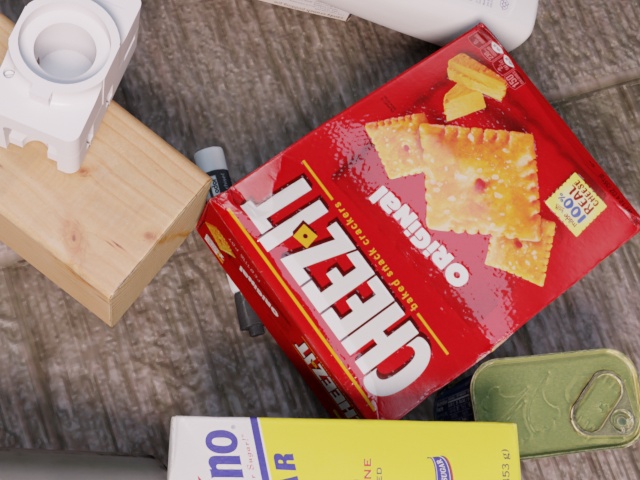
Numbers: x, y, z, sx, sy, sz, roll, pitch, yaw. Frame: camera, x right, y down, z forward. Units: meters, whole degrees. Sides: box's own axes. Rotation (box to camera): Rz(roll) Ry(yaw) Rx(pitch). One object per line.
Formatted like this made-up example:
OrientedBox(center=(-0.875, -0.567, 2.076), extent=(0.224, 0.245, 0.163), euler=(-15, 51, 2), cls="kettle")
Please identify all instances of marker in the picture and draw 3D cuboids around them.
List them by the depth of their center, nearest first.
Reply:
OrientedBox(center=(-0.054, 0.001, 0.660), extent=(0.020, 0.020, 0.121), euler=(-13, 78, -14), cls="marker")

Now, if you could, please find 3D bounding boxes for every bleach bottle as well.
OrientedBox(center=(0.022, -0.193, 0.660), extent=(0.250, 0.068, 0.102), euler=(13, 73, -29), cls="bleach bottle")

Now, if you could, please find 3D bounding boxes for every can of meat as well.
OrientedBox(center=(0.126, 0.101, 0.634), extent=(0.102, 0.084, 0.057), euler=(-5, 76, -12), cls="can of meat")

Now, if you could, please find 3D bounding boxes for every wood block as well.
OrientedBox(center=(-0.173, -0.054, 0.614), extent=(0.206, 0.091, 0.090), euler=(38, 71, 1), cls="wood block")

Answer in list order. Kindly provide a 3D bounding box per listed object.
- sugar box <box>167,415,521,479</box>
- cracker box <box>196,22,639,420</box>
OrientedBox(center=(0.011, 0.138, 0.534), extent=(0.176, 0.048, 0.093), euler=(2, 66, -4), cls="sugar box")
OrientedBox(center=(0.061, -0.008, 0.638), extent=(0.213, 0.072, 0.164), euler=(-35, 84, -19), cls="cracker box")
